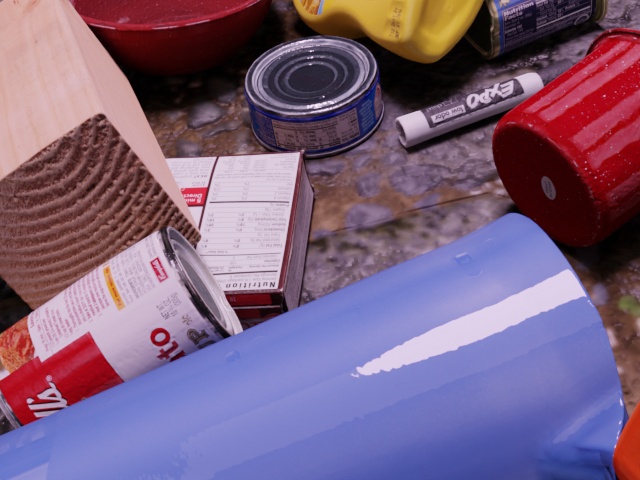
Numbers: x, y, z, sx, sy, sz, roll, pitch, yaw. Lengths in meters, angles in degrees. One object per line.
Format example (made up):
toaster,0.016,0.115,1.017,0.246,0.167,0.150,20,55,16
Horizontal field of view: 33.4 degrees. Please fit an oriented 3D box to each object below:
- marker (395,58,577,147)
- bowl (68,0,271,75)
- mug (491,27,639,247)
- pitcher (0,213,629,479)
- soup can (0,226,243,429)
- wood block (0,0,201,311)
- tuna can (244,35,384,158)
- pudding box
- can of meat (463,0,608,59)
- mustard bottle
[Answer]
marker,0.104,-0.085,0.650,0.121,0.020,0.020,-20,44,-10
bowl,-0.101,-0.159,0.736,0.162,0.055,0.162,-3,38,2
mug,0.140,-0.051,0.568,0.081,0.093,0.117,-35,17,-17
pitcher,-0.009,0.088,0.429,0.242,0.149,0.145,-20,65,-5
soup can,-0.095,0.048,0.499,0.102,0.068,0.068,-33,45,3
wood block,-0.147,-0.056,0.586,0.090,0.090,0.206,-35,37,1
tuna can,-0.004,-0.092,0.669,0.086,0.034,0.086,-6,44,6
pudding box,-0.054,0.001,0.581,0.090,0.039,0.113,-2,47,10
can of meat,0.127,-0.173,0.711,0.084,0.057,0.102,-23,45,-9
mustard bottle,0.030,-0.179,0.711,0.192,0.058,0.096,29,96,53
